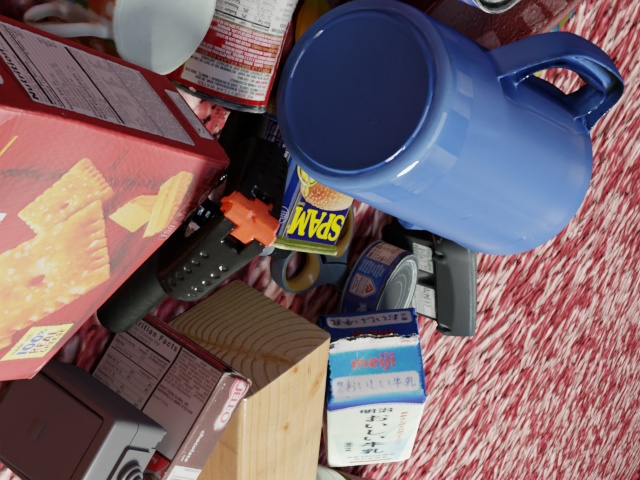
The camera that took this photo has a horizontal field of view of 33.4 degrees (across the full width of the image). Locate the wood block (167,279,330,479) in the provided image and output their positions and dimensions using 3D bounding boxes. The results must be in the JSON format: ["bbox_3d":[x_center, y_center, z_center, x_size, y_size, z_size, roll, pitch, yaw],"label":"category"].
[{"bbox_3d":[-0.061,0.147,0.780,0.090,0.091,0.206,-33,141,-40],"label":"wood block"}]

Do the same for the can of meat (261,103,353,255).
[{"bbox_3d":[-0.014,-0.041,0.725,0.101,0.058,0.084,9,105,-60],"label":"can of meat"}]

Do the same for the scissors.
[{"bbox_3d":[0.003,0.039,0.865,0.096,0.016,0.202,-42,146,-27],"label":"scissors"}]

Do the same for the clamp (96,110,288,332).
[{"bbox_3d":[-0.056,-0.020,0.586,0.164,0.036,0.210,-59,-165,-15],"label":"clamp"}]

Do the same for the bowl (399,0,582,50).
[{"bbox_3d":[0.111,-0.174,0.721,0.162,0.055,0.162,-25,163,-9],"label":"bowl"}]

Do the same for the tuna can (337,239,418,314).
[{"bbox_3d":[0.049,0.045,0.892,0.086,0.034,0.086,-47,149,-41],"label":"tuna can"}]

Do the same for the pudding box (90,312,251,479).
[{"bbox_3d":[-0.110,0.112,0.673,0.113,0.090,0.039,-59,149,-3],"label":"pudding box"}]

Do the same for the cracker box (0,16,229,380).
[{"bbox_3d":[-0.153,-0.009,0.443,0.164,0.072,0.213,-45,163,15],"label":"cracker box"}]

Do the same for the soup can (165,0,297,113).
[{"bbox_3d":[-0.046,-0.129,0.585,0.068,0.069,0.102,-3,117,-57],"label":"soup can"}]

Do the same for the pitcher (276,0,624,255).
[{"bbox_3d":[0.085,-0.073,0.669,0.242,0.145,0.149,12,96,-61],"label":"pitcher"}]
